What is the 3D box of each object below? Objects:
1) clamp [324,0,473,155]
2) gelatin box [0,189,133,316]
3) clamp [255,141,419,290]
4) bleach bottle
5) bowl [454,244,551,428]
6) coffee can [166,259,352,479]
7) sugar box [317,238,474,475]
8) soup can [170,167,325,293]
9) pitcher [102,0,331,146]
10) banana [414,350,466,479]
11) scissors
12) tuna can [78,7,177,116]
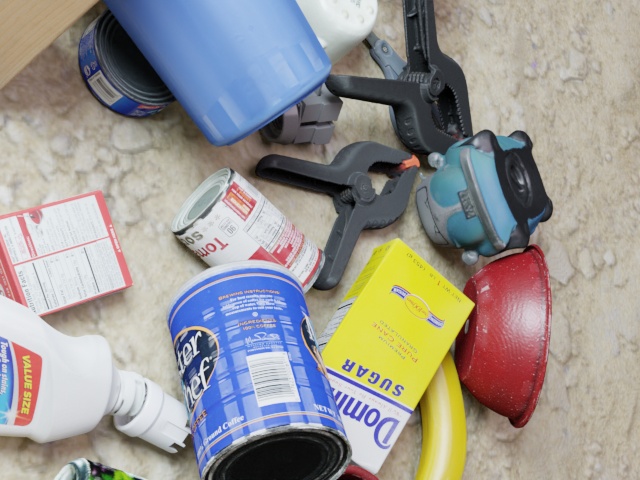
[{"bbox_3d":[0.089,-0.150,0.941,0.209,0.036,0.164,41,68,-48],"label":"clamp"},{"bbox_3d":[-0.182,0.011,0.738,0.089,0.030,0.073,-20,90,-41],"label":"gelatin box"},{"bbox_3d":[0.019,-0.046,0.915,0.171,0.039,0.120,-41,108,-43],"label":"clamp"},{"bbox_3d":[-0.220,0.066,0.655,0.250,0.068,0.102,18,97,-35],"label":"bleach bottle"},{"bbox_3d":[0.154,0.080,0.932,0.055,0.162,0.162,7,69,-3],"label":"bowl"},{"bbox_3d":[-0.045,0.099,0.739,0.102,0.103,0.140,16,40,-35],"label":"coffee can"},{"bbox_3d":[0.045,0.094,0.862,0.093,0.048,0.176,39,61,-11],"label":"sugar box"},{"bbox_3d":[-0.055,0.001,0.818,0.102,0.069,0.068,43,54,-20],"label":"soup can"},{"bbox_3d":[-0.089,-0.199,0.764,0.243,0.149,0.144,56,39,-11],"label":"pitcher"},{"bbox_3d":[0.094,0.143,0.915,0.069,0.037,0.198,13,69,-36],"label":"banana"},{"bbox_3d":[0.057,-0.158,0.994,0.201,0.016,0.096,36,57,-25],"label":"scissors"},{"bbox_3d":[-0.141,-0.139,0.816,0.086,0.034,0.086,13,68,-36],"label":"tuna can"}]
